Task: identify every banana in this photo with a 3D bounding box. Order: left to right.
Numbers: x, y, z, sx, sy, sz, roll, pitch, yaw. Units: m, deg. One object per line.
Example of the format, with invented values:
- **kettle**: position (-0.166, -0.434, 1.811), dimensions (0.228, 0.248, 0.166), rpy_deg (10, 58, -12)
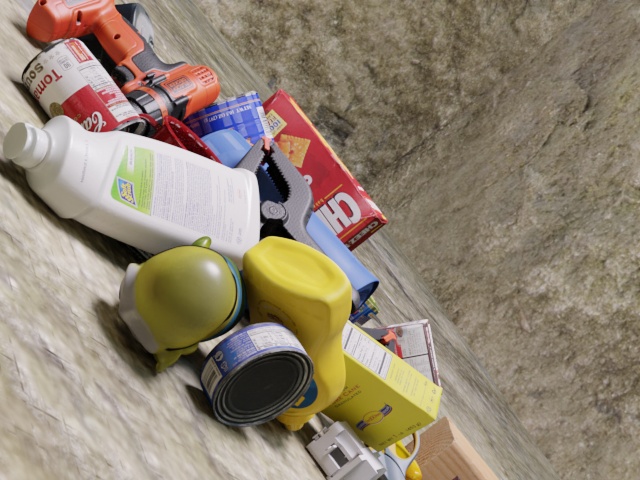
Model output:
- **banana**: position (0.086, 0.220, 1.199), dimensions (0.197, 0.070, 0.037), rpy_deg (-62, 134, -69)

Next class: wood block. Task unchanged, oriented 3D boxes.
- **wood block**: position (0.175, 0.314, 1.206), dimensions (0.206, 0.090, 0.091), rpy_deg (51, 6, -6)

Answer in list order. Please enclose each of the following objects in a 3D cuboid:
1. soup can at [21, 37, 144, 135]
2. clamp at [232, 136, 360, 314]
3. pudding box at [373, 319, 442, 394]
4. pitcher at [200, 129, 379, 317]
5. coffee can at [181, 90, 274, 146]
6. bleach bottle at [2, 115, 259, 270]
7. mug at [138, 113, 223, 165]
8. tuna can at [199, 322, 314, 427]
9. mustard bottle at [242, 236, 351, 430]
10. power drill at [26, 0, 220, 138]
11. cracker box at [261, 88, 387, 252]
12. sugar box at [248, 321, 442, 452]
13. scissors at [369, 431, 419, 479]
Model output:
- **soup can**: position (-0.220, -0.128, 0.988), dimensions (0.102, 0.068, 0.068), rpy_deg (52, 7, 5)
- **clamp**: position (-0.040, -0.014, 1.060), dimensions (0.164, 0.036, 0.210), rpy_deg (11, 51, -12)
- **pudding box**: position (0.077, 0.144, 1.229), dimensions (0.039, 0.113, 0.090), rpy_deg (2, 78, -76)
- **pitcher**: position (-0.058, 0.001, 1.156), dimensions (0.243, 0.144, 0.149), rpy_deg (50, -34, 13)
- **coffee can**: position (-0.101, -0.097, 1.281), dimensions (0.103, 0.103, 0.140), rpy_deg (-59, 130, -82)
- **bleach bottle**: position (-0.152, -0.047, 0.880), dimensions (0.250, 0.068, 0.102), rpy_deg (25, 55, -50)
- **mug**: position (-0.154, -0.069, 1.039), dimensions (0.117, 0.081, 0.093), rpy_deg (47, 10, -1)
- **tuna can**: position (-0.050, 0.105, 0.833), dimensions (0.086, 0.086, 0.034), rpy_deg (43, 10, -50)
- **mustard bottle**: position (-0.022, 0.093, 0.913), dimensions (0.096, 0.058, 0.192), rpy_deg (28, -44, 28)
- **power drill**: position (-0.221, -0.184, 1.127), dimensions (0.188, 0.057, 0.184), rpy_deg (45, 40, 8)
- **cracker box**: position (-0.045, -0.060, 1.370), dimensions (0.214, 0.164, 0.072), rpy_deg (54, 9, 15)
- **sugar box**: position (0.018, 0.124, 1.002), dimensions (0.176, 0.093, 0.048), rpy_deg (34, 45, -15)
- **scissors**: position (0.059, 0.243, 1.072), dimensions (0.096, 0.016, 0.201), rpy_deg (15, 38, -3)
